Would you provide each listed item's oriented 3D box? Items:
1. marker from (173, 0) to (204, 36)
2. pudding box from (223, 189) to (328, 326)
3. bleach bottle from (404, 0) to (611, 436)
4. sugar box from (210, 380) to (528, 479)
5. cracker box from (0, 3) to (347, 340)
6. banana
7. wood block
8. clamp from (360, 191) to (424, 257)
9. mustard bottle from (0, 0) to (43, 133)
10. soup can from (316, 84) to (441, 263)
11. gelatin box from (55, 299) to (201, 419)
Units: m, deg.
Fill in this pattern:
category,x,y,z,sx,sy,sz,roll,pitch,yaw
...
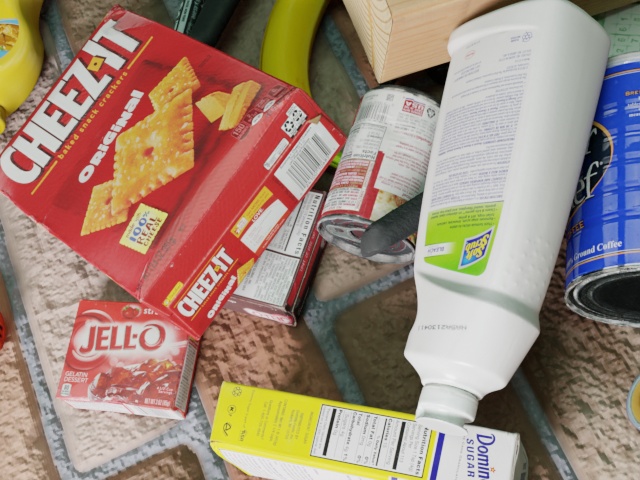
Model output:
category,x,y,z,sx,sy,sz,roll,pitch,yaw
marker,-0.101,-0.187,0.846,0.020,0.020,0.121,5,69,17
pudding box,-0.055,0.001,0.740,0.114,0.039,0.090,14,70,19
bleach bottle,0.094,-0.013,0.611,0.103,0.068,0.250,-11,56,54
sugar box,0.031,0.127,0.631,0.176,0.093,0.048,5,69,16
cracker box,-0.113,-0.056,0.719,0.214,0.072,0.164,31,82,40
banana,-0.012,-0.134,0.792,0.069,0.037,0.198,2,68,-12
wood block,0.123,-0.189,0.701,0.206,0.091,0.090,-19,73,-8
clamp,0.105,-0.018,0.691,0.039,0.120,0.171,-6,42,54
mustard bottle,-0.268,-0.157,0.856,0.096,0.058,0.191,-9,65,12
soup can,0.045,-0.044,0.716,0.069,0.068,0.102,12,70,19
gelatin box,-0.130,0.080,0.730,0.089,0.030,0.073,3,68,16
